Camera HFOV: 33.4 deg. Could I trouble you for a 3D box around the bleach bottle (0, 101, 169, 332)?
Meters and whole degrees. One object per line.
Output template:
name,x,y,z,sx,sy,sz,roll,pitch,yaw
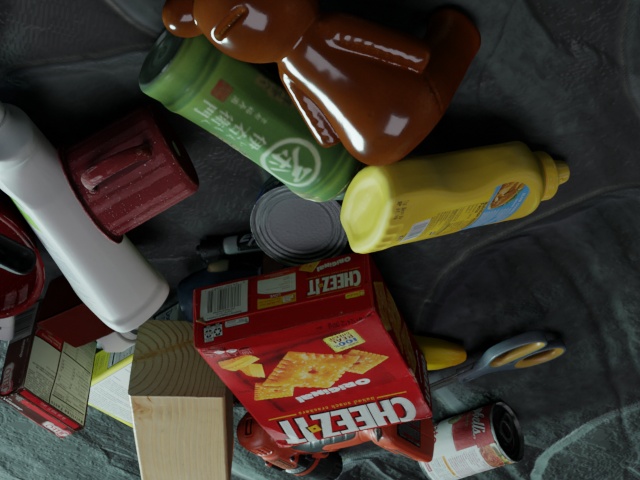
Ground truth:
bleach bottle,-0.218,-0.027,0.889,0.103,0.068,0.250,35,161,36

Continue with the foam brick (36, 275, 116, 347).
foam brick,-0.227,0.062,1.041,0.078,0.051,0.053,-22,134,28

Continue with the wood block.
wood block,-0.135,0.178,1.071,0.091,0.090,0.206,2,138,-1

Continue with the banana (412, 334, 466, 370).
banana,0.054,0.093,1.060,0.197,0.037,0.070,29,133,-26

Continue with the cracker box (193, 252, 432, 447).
cracker box,-0.001,0.108,0.981,0.164,0.072,0.213,-13,142,13

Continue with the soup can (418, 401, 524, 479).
soup can,0.165,0.225,1.181,0.102,0.068,0.068,-25,131,31

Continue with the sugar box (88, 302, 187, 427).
sugar box,-0.172,0.133,1.125,0.176,0.048,0.093,-32,128,30

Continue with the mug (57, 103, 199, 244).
mug,-0.152,-0.057,0.844,0.081,0.093,0.117,-29,176,5

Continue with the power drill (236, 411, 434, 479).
power drill,0.027,0.224,1.179,0.188,0.057,0.184,-15,149,28

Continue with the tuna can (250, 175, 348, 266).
tuna can,-0.016,-0.020,0.922,0.086,0.033,0.086,5,125,6

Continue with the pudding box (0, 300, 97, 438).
pudding box,-0.273,0.129,1.077,0.039,0.113,0.090,-22,133,24

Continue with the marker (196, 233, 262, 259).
marker,-0.056,0.001,0.977,0.121,0.020,0.020,-8,138,14

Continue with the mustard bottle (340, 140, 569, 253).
mustard bottle,0.117,-0.040,0.846,0.191,0.058,0.096,-11,157,-24

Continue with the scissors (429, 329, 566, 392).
scissors,0.170,0.135,1.101,0.096,0.016,0.202,5,152,-33

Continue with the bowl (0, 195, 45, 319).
bowl,-0.321,-0.001,0.965,0.162,0.055,0.162,5,133,5
